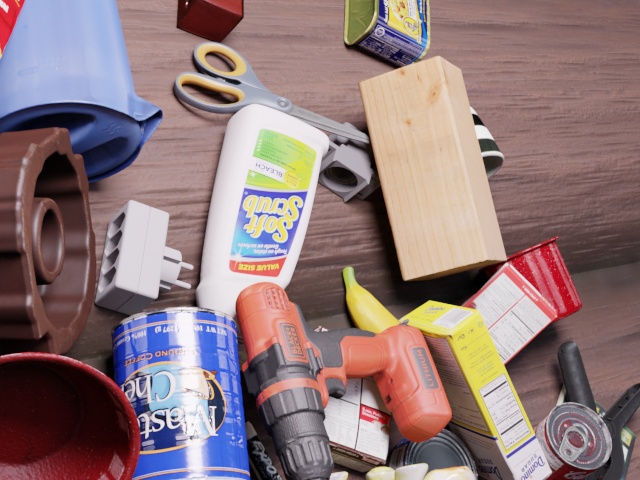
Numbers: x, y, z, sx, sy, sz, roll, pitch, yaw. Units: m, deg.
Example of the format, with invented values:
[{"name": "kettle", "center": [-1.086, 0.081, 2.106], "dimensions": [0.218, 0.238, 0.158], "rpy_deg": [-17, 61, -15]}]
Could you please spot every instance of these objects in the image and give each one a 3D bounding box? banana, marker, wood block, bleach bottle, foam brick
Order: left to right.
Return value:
[{"name": "foam brick", "center": [-0.111, -0.250, 1.079], "dimensions": [0.051, 0.053, 0.078], "rpy_deg": [16, 57, -29]}, {"name": "marker", "center": [-0.053, 0.187, 0.914], "dimensions": [0.020, 0.020, 0.121], "rpy_deg": [-24, 82, -41]}, {"name": "bleach bottle", "center": [-0.056, 0.001, 0.982], "dimensions": [0.102, 0.068, 0.250], "rpy_deg": [22, 58, -26]}, {"name": "banana", "center": [0.094, 0.103, 1.053], "dimensions": [0.197, 0.037, 0.069], "rpy_deg": [39, 50, -14]}, {"name": "wood block", "center": [0.114, -0.069, 1.081], "dimensions": [0.090, 0.090, 0.206], "rpy_deg": [1, 75, -67]}]

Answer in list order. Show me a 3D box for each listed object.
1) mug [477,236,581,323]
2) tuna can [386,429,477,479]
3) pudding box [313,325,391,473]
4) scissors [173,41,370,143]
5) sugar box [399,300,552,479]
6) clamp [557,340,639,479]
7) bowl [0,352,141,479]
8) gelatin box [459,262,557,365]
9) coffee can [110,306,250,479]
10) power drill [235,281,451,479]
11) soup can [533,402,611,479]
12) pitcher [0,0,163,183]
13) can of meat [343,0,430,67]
[{"name": "mug", "center": [0.230, 0.051, 1.155], "dimensions": [0.081, 0.093, 0.117], "rpy_deg": [67, 13, 5]}, {"name": "tuna can", "center": [0.104, 0.221, 1.000], "dimensions": [0.086, 0.034, 0.086], "rpy_deg": [17, 58, -29]}, {"name": "pudding box", "center": [0.021, 0.145, 0.977], "dimensions": [0.090, 0.039, 0.113], "rpy_deg": [24, 53, -24]}, {"name": "scissors", "center": [-0.048, -0.150, 1.069], "dimensions": [0.201, 0.016, 0.096], "rpy_deg": [7, 54, -18]}, {"name": "sugar box", "center": [0.145, 0.145, 0.997], "dimensions": [0.048, 0.093, 0.176], "rpy_deg": [-33, 106, -18]}, {"name": "clamp", "center": [0.299, 0.200, 1.130], "dimensions": [0.120, 0.039, 0.171], "rpy_deg": [19, 62, -19]}, {"name": "bowl", "center": [-0.213, 0.139, 0.765], "dimensions": [0.162, 0.162, 0.055], "rpy_deg": [22, 15, -25]}, {"name": "gelatin box", "center": [0.185, 0.079, 1.095], "dimensions": [0.073, 0.089, 0.030], "rpy_deg": [45, 13, 3]}, {"name": "coffee can", "center": [-0.111, 0.136, 0.843], "dimensions": [0.102, 0.103, 0.140], "rpy_deg": [8, 62, -33]}, {"name": "power drill", "center": [0.023, 0.125, 0.895], "dimensions": [0.187, 0.057, 0.184], "rpy_deg": [14, 47, -40]}, {"name": "soup can", "center": [0.228, 0.210, 1.040], "dimensions": [0.068, 0.102, 0.068], "rpy_deg": [10, 53, -14]}, {"name": "pitcher", "center": [-0.240, -0.176, 0.907], "dimensions": [0.149, 0.145, 0.243], "rpy_deg": [15, 54, -46]}, {"name": "can of meat", "center": [0.077, -0.255, 1.216], "dimensions": [0.083, 0.058, 0.102], "rpy_deg": [20, 57, -29]}]
